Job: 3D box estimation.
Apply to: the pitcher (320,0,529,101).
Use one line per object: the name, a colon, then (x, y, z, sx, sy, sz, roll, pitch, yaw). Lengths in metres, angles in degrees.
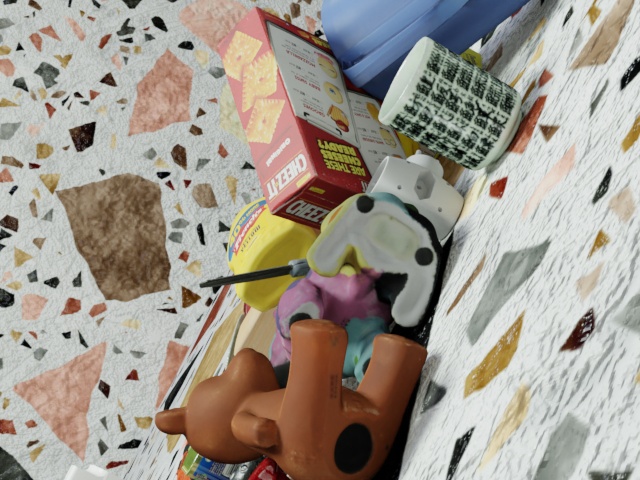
pitcher: (0.123, -0.242, 1.029, 0.243, 0.144, 0.149, -32, 61, 37)

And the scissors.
scissors: (-0.005, 0.017, 0.992, 0.096, 0.201, 0.016, -46, 54, 51)

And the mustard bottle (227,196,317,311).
mustard bottle: (-0.058, 0.001, 1.117, 0.096, 0.058, 0.192, -55, 18, 8)

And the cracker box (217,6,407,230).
cracker box: (0.001, -0.106, 1.035, 0.072, 0.163, 0.214, -39, 53, 31)

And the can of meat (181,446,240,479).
can of meat: (-0.096, 0.237, 1.121, 0.057, 0.084, 0.102, -63, 8, -11)
